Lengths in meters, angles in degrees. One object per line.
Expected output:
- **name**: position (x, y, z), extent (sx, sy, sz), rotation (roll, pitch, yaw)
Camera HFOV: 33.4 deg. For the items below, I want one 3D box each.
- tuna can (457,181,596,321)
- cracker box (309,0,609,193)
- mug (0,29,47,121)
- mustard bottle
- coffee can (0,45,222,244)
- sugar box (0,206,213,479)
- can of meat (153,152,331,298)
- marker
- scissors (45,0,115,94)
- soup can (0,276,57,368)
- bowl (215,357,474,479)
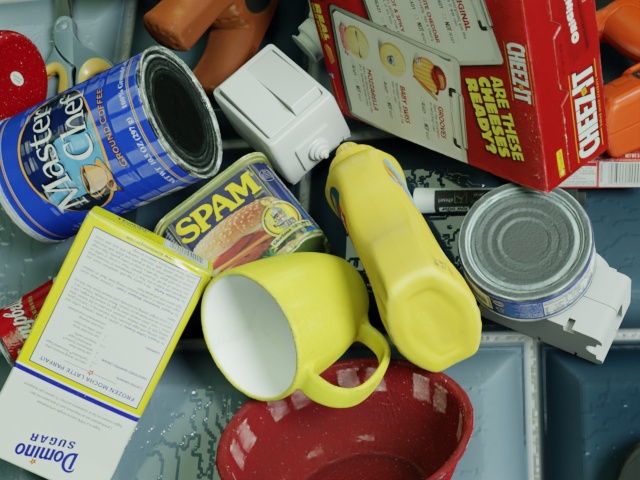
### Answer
- **tuna can**: position (0.131, 0.006, 0.677), extent (0.086, 0.033, 0.086), rotation (-7, 63, 13)
- **cracker box**: position (0.082, -0.142, 0.703), extent (0.072, 0.164, 0.214), rotation (-34, 37, -24)
- **mug**: position (-0.276, -0.117, 0.866), extent (0.082, 0.093, 0.117), rotation (4, 103, 26)
- **mustard bottle**: position (0.046, -0.007, 0.722), extent (0.058, 0.096, 0.192), rotation (-29, 42, 6)
- **coffee can**: position (-0.159, -0.068, 0.788), extent (0.140, 0.102, 0.103), rotation (-21, 61, 21)
- **sugar box**: position (-0.151, 0.076, 0.721), extent (0.093, 0.048, 0.176), rotation (27, 97, -8)
- **can of meat**: position (-0.055, 0.001, 0.774), extent (0.102, 0.057, 0.084), rotation (-37, 65, -4)
- **marker**: position (0.127, -0.029, 0.761), extent (0.121, 0.020, 0.020), rotation (0, 66, 15)
- **scissors**: position (-0.202, -0.176, 0.915), extent (0.096, 0.016, 0.201), rotation (-1, 67, 17)
- **soup can**: position (-0.176, 0.056, 0.773), extent (0.102, 0.068, 0.068), rotation (-31, 62, -2)
- **bowl**: position (0.019, 0.139, 0.666), extent (0.162, 0.055, 0.162), rotation (-11, 25, 5)
